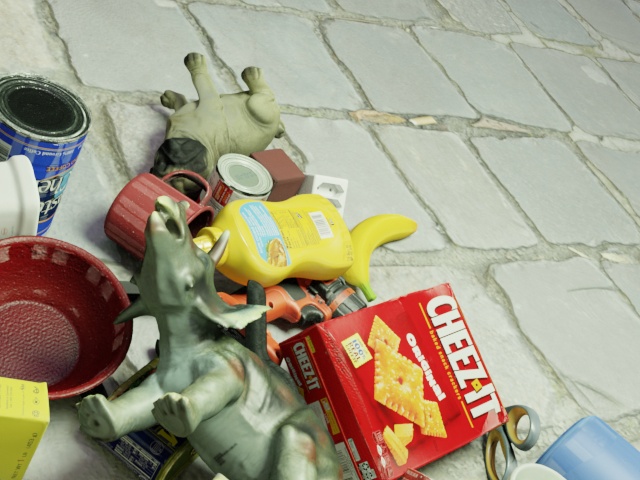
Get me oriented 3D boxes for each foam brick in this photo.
[{"bbox_3d":[-0.064,-0.062,1.256,0.051,0.078,0.053,-14,55,-44],"label":"foam brick"}]

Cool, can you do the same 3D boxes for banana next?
[{"bbox_3d":[0.065,0.007,1.308,0.069,0.037,0.197,48,35,-8],"label":"banana"}]

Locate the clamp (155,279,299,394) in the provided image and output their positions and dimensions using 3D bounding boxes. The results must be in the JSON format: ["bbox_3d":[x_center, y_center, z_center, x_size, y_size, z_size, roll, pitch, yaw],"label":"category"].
[{"bbox_3d":[-0.081,0.135,1.011,0.171,0.120,0.039,67,10,19],"label":"clamp"}]

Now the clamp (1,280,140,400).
[{"bbox_3d":[-0.249,0.063,0.997,0.210,0.036,0.164,25,42,-5],"label":"clamp"}]

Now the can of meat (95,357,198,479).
[{"bbox_3d":[-0.143,0.161,0.942,0.084,0.058,0.101,36,35,11],"label":"can of meat"}]

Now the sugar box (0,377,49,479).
[{"bbox_3d":[-0.305,0.139,0.813,0.176,0.093,0.048,10,40,-27],"label":"sugar box"}]

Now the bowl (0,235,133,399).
[{"bbox_3d":[-0.247,0.076,0.922,0.162,0.055,0.162,14,50,-17],"label":"bowl"}]

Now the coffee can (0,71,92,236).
[{"bbox_3d":[-0.294,-0.079,1.046,0.102,0.140,0.103,20,36,-16],"label":"coffee can"}]

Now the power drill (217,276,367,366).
[{"bbox_3d":[-0.027,0.086,1.122,0.184,0.057,0.187,39,32,16],"label":"power drill"}]

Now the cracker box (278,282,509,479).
[{"bbox_3d":[0.079,0.144,1.071,0.213,0.072,0.164,-14,78,-45],"label":"cracker box"}]

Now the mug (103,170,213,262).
[{"bbox_3d":[-0.164,-0.026,1.115,0.081,0.093,0.117,33,72,11],"label":"mug"}]

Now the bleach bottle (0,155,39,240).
[{"bbox_3d":[-0.377,-0.016,0.919,0.250,0.103,0.068,-7,56,-26],"label":"bleach bottle"}]

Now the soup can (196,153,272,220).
[{"bbox_3d":[-0.102,-0.037,1.174,0.068,0.102,0.068,20,37,-16],"label":"soup can"}]

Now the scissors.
[{"bbox_3d":[0.198,0.174,1.157,0.016,0.096,0.201,21,39,-18],"label":"scissors"}]

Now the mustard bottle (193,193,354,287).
[{"bbox_3d":[-0.057,0.002,1.104,0.191,0.058,0.096,-6,62,-42],"label":"mustard bottle"}]
